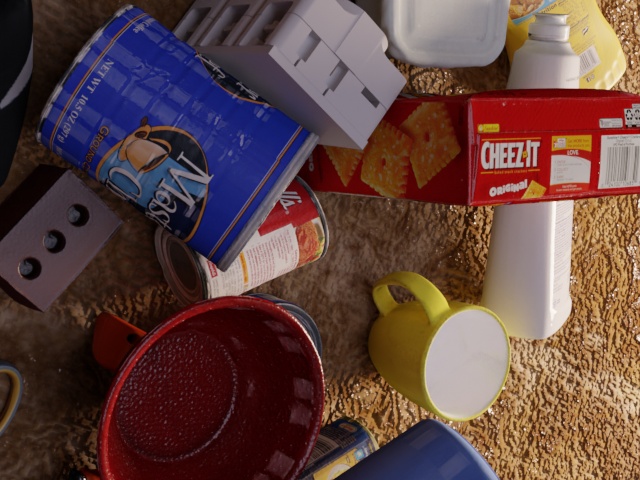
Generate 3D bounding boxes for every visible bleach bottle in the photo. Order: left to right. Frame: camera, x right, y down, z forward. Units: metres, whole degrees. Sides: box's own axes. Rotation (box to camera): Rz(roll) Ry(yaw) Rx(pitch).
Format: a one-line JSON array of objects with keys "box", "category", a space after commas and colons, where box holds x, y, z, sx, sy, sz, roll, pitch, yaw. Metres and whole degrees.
[{"box": [0.174, -0.054, 0.853, 0.102, 0.068, 0.251, -30, 125, -63], "category": "bleach bottle"}]

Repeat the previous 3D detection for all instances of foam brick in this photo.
[{"box": [-0.174, -0.003, 0.667, 0.078, 0.051, 0.053, -51, 121, -16], "category": "foam brick"}]

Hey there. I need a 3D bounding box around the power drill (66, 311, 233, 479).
[{"box": [-0.154, 0.146, 0.700, 0.184, 0.057, 0.187, 34, 82, -40], "category": "power drill"}]

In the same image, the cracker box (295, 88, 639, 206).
[{"box": [0.091, -0.068, 0.737, 0.163, 0.214, 0.072, -6, 99, -34], "category": "cracker box"}]

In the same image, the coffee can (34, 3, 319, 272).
[{"box": [-0.086, -0.062, 0.653, 0.140, 0.103, 0.102, 35, 76, -4], "category": "coffee can"}]

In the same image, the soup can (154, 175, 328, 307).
[{"box": [-0.055, 0.001, 0.739, 0.102, 0.069, 0.068, -24, 111, -28], "category": "soup can"}]

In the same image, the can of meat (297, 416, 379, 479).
[{"box": [0.006, 0.197, 0.821, 0.083, 0.058, 0.102, -26, 111, -30], "category": "can of meat"}]

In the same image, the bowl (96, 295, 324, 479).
[{"box": [-0.077, 0.107, 0.675, 0.161, 0.055, 0.162, -10, 107, -35], "category": "bowl"}]
